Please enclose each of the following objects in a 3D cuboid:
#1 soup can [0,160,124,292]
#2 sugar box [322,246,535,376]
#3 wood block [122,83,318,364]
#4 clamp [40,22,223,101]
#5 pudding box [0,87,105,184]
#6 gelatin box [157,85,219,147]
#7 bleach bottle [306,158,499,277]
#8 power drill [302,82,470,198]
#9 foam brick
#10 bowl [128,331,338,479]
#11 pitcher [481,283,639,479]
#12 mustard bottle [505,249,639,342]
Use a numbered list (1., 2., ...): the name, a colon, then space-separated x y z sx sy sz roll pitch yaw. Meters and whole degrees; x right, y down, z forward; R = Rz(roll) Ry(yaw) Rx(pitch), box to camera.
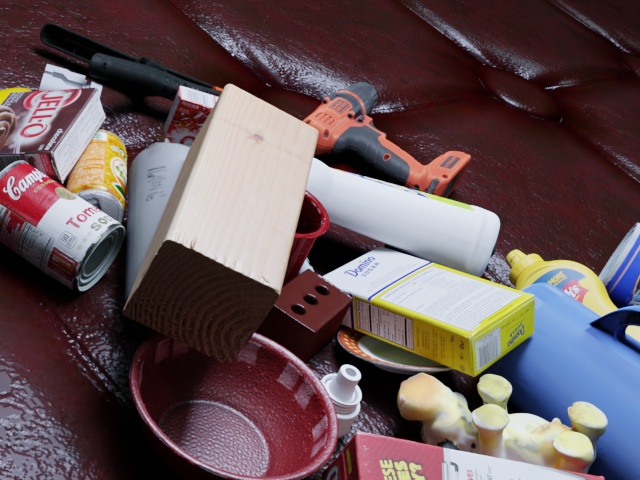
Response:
1. soup can: -0.222 -0.011 0.881 0.102 0.069 0.068 32 32 8
2. sugar box: 0.092 0.059 0.951 0.177 0.048 0.093 16 31 42
3. wood block: -0.071 -0.019 0.830 0.090 0.090 0.206 27 38 -11
4. clamp: -0.186 -0.175 1.146 0.209 0.036 0.165 18 12 -31
5. pudding box: -0.255 -0.094 0.958 0.090 0.039 0.113 -2 40 15
6. gelatin box: -0.115 -0.112 1.102 0.089 0.073 0.030 14 34 -21
7. bleach bottle: 0.041 -0.035 1.038 0.250 0.068 0.102 18 5 -6
8. power drill: 0.080 -0.115 1.270 0.188 0.057 0.184 30 35 10
9. foam brick: -0.018 0.069 0.927 0.053 0.051 0.078 34 32 13
10. bowl: -0.070 0.133 0.789 0.162 0.055 0.162 19 32 -12
11. pitcher: 0.256 0.134 0.928 0.243 0.149 0.145 41 -6 38
12. mustard bottle: 0.250 0.076 1.074 0.058 0.096 0.192 37 12 -52
